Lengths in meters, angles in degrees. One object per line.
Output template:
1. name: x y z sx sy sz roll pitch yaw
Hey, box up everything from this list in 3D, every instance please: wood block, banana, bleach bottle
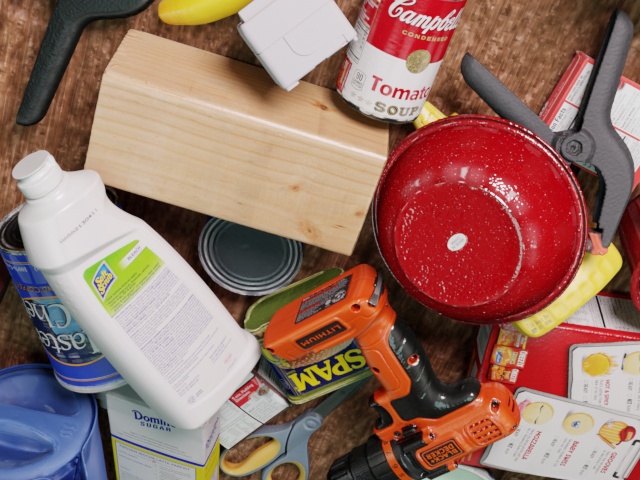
1. wood block: -0.060 -0.074 0.796 0.206 0.090 0.090 16 122 -5
2. banana: -0.039 -0.214 0.742 0.070 0.037 0.198 44 116 9
3. bleach bottle: -0.141 0.030 0.799 0.068 0.102 0.250 13 144 43

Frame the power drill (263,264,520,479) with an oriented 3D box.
1. power drill: 0.040 0.121 0.862 0.185 0.057 0.187 -31 112 24

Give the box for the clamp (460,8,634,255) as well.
1. clamp: 0.167 -0.072 0.760 0.120 0.039 0.171 -5 99 13

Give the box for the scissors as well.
1. scissors: -0.003 0.183 0.997 0.202 0.016 0.096 -28 117 20

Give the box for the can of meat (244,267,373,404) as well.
1. can of meat: -0.003 0.079 0.909 0.102 0.057 0.084 -25 114 18

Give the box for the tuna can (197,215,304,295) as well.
1. tuna can: -0.056 0.001 0.877 0.086 0.033 0.086 2 122 4

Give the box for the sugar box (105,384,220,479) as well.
1. sugar box: -0.139 0.186 0.962 0.093 0.048 0.176 17 135 9

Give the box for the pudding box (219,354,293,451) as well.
1. pudding box: -0.091 0.126 0.956 0.113 0.039 0.090 42 118 -17

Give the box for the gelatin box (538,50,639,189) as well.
1. gelatin box: 0.210 -0.088 0.792 0.089 0.030 0.073 26 108 -9

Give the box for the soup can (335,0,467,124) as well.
1. soup can: 0.057 -0.143 0.757 0.068 0.068 0.102 17 122 -6

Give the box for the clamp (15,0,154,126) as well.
1. clamp: -0.187 -0.198 0.762 0.210 0.036 0.164 -31 108 19

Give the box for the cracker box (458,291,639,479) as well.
1. cracker box: 0.233 0.125 0.908 0.213 0.072 0.164 8 123 -1

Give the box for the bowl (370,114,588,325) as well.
1. bowl: 0.104 -0.005 0.755 0.162 0.055 0.162 8 111 20

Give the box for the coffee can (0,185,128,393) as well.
1. coffee can: -0.191 0.039 0.871 0.103 0.102 0.140 -9 121 11

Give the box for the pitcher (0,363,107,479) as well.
1. pitcher: -0.262 0.234 0.987 0.145 0.149 0.243 -2 131 -2
